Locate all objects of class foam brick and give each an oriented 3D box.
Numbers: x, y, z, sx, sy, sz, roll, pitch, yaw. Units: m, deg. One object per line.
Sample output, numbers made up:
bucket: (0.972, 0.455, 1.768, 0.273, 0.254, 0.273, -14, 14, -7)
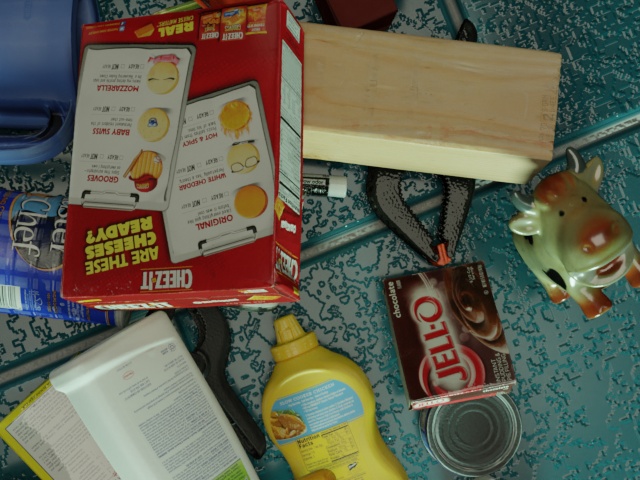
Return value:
foam brick: (0.028, -0.199, 0.898, 0.051, 0.078, 0.053, -24, 91, -2)

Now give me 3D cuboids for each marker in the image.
marker: (-0.038, -0.051, 0.922, 0.121, 0.020, 0.020, 4, 90, -4)

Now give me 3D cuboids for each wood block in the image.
wood block: (0.078, -0.109, 0.859, 0.206, 0.091, 0.090, 7, 81, 0)

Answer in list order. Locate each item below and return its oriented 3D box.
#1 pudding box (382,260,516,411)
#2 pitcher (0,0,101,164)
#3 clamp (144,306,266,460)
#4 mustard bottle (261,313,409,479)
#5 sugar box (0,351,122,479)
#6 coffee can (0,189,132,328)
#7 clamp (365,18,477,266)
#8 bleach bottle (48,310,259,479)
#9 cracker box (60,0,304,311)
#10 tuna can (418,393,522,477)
pudding box: (0.107, 0.081, 0.903, 0.090, 0.039, 0.113, -11, 66, -4)
pitcher: (-0.298, -0.142, 0.851, 0.243, 0.149, 0.145, -1, 105, 0)
clamp: (-0.119, 0.113, 0.892, 0.120, 0.039, 0.171, -10, 78, -32)
mustard bottle: (0.003, 0.154, 0.904, 0.096, 0.058, 0.191, -22, 91, 11)
sugar box: (-0.179, 0.189, 0.901, 0.093, 0.048, 0.176, -42, 95, -5)
coffee can: (-0.222, 0.013, 0.870, 0.140, 0.103, 0.103, 7, 89, -3)
clamp: (0.068, -0.079, 0.920, 0.164, 0.036, 0.210, -8, 86, -2)
bleach bottle: (-0.103, 0.185, 0.825, 0.102, 0.068, 0.251, -31, 93, -35)
cracker box: (-0.097, -0.059, 0.785, 0.164, 0.072, 0.213, -4, 76, 18)
tuna can: (0.130, 0.161, 0.925, 0.086, 0.034, 0.086, 0, 90, -3)
